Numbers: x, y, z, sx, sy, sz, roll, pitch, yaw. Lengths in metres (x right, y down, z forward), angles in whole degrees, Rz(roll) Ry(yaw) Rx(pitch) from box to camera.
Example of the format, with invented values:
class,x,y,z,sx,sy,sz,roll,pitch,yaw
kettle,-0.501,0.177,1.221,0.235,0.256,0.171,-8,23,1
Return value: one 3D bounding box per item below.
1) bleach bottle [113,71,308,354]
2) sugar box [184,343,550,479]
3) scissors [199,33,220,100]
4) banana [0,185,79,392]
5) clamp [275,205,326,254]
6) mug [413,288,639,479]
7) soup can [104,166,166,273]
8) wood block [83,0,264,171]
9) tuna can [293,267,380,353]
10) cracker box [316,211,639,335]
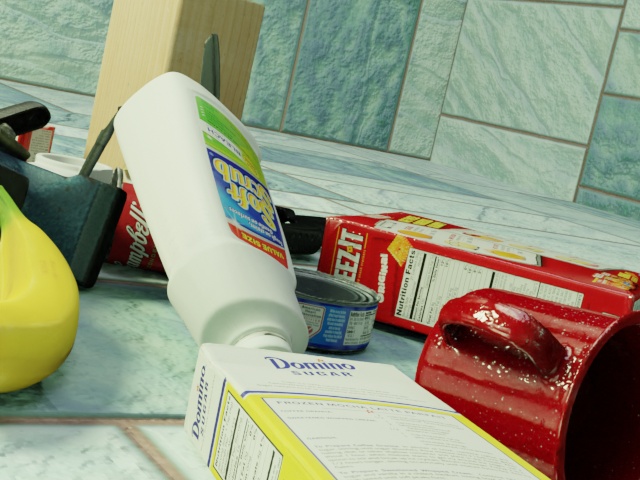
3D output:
class,x,y,z,sx,sy,sz,roll,pitch,yaw
bleach bottle,-0.054,0.001,0.599,0.102,0.068,0.251,44,12,-37
sugar box,0.018,0.084,0.376,0.093,0.048,0.176,9,5,-21
scissors,-0.101,-0.056,0.768,0.096,0.202,0.016,-8,42,3
banana,-0.138,0.030,0.475,0.069,0.037,0.198,41,5,-19
clamp,-0.051,-0.017,0.990,0.164,0.036,0.210,14,9,10
mug,0.088,0.060,0.449,0.082,0.093,0.117,14,-23,45
soup can,-0.100,-0.009,0.752,0.102,0.068,0.068,11,8,-17
wood block,-0.125,-0.104,0.875,0.091,0.206,0.090,20,11,42
tuna can,-0.008,0.042,0.663,0.086,0.034,0.086,12,8,-2
cracker box,0.123,0.037,0.769,0.214,0.072,0.164,15,8,21
